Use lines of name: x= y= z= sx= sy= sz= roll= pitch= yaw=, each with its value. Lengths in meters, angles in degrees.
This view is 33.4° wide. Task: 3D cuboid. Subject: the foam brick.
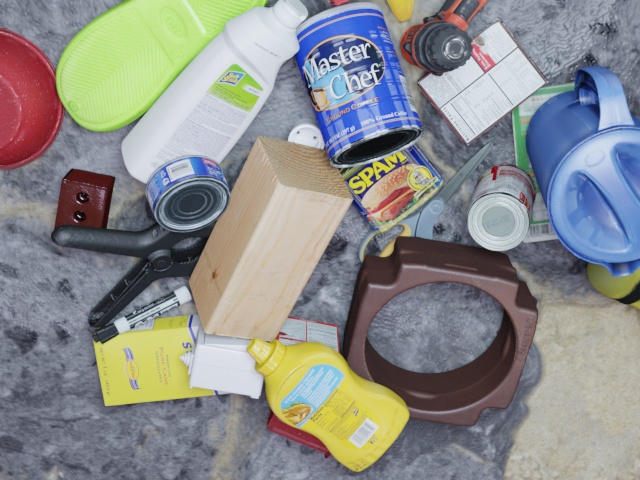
foam brick: x=-0.265 y=-0.035 z=1.195 sx=0.053 sy=0.051 sz=0.078 roll=11 pitch=109 yaw=-4

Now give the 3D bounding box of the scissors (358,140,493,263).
scissors: x=0.137 y=-0.020 z=1.222 sx=0.202 sy=0.016 sz=0.096 roll=-34 pitch=108 yaw=11

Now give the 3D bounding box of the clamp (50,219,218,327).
clamp: x=-0.187 y=0.022 z=1.203 sx=0.209 sy=0.036 sz=0.165 roll=-15 pitch=140 yaw=-14

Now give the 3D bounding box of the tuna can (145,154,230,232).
tuna can: x=-0.139 y=-0.048 z=1.127 sx=0.086 sy=0.034 sz=0.086 roll=-16 pitch=144 yaw=-12

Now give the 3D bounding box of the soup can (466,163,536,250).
soup can: x=0.198 y=-0.037 z=1.163 sx=0.068 sy=0.102 sz=0.068 roll=5 pitch=112 yaw=13

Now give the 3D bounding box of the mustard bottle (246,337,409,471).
mustard bottle: x=-0.002 y=0.167 z=1.168 sx=0.191 sy=0.058 sz=0.096 roll=37 pitch=102 yaw=-17

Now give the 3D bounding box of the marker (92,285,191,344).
marker: x=-0.206 y=0.087 z=1.231 sx=0.121 sy=0.020 sz=0.020 roll=-27 pitch=109 yaw=-17

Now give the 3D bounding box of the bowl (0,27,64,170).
bowl: x=-0.362 y=-0.147 z=1.154 sx=0.162 sy=0.055 sz=0.162 roll=0 pitch=110 yaw=0

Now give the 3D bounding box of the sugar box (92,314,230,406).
sugar box: x=-0.172 y=0.139 z=1.260 sx=0.176 sy=0.048 sz=0.093 roll=-6 pitch=109 yaw=3

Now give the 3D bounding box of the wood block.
wood block: x=-0.058 y=0.001 z=1.152 sx=0.090 sy=0.091 sz=0.206 roll=10 pitch=126 yaw=-29

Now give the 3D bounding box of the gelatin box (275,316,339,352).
gelatin box: x=-0.017 y=0.121 z=1.231 sx=0.073 sy=0.089 sz=0.030 roll=10 pitch=109 yaw=-4

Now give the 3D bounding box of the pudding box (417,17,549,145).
pudding box: x=0.174 y=-0.171 z=1.152 sx=0.113 sy=0.039 sz=0.090 roll=-37 pitch=96 yaw=14

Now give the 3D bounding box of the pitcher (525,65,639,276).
pitcher: x=0.274 y=-0.085 z=1.063 sx=0.145 sy=0.243 sz=0.149 roll=33 pitch=107 yaw=-10

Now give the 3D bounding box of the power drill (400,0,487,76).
power drill: x=0.157 y=-0.247 z=1.065 sx=0.057 sy=0.184 sz=0.188 roll=39 pitch=95 yaw=-13

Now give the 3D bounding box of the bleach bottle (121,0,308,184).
bleach bottle: x=-0.098 y=-0.152 z=1.102 sx=0.102 sy=0.068 sz=0.251 roll=19 pitch=129 yaw=-42

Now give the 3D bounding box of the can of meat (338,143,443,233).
can of meat: x=0.074 y=-0.069 z=1.183 sx=0.102 sy=0.057 sz=0.084 roll=-37 pitch=108 yaw=11

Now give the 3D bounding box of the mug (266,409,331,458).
mug: x=-0.008 y=0.188 z=1.261 sx=0.081 sy=0.093 sz=0.117 roll=22 pitch=85 yaw=-3

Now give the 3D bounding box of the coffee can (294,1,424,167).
coffee can: x=0.037 y=-0.159 z=1.099 sx=0.103 sy=0.102 sz=0.140 roll=-19 pitch=80 yaw=6
